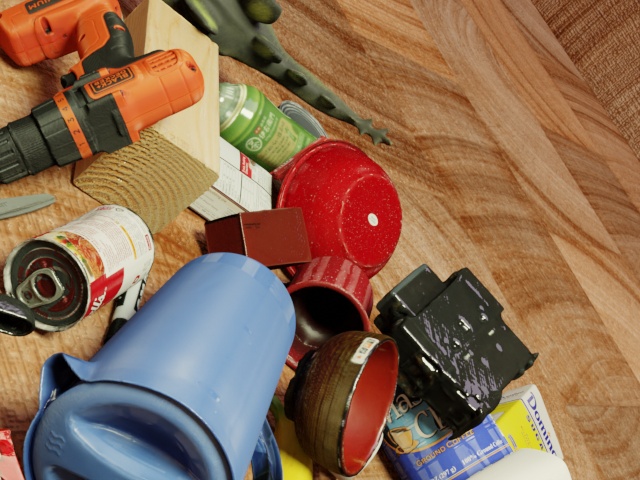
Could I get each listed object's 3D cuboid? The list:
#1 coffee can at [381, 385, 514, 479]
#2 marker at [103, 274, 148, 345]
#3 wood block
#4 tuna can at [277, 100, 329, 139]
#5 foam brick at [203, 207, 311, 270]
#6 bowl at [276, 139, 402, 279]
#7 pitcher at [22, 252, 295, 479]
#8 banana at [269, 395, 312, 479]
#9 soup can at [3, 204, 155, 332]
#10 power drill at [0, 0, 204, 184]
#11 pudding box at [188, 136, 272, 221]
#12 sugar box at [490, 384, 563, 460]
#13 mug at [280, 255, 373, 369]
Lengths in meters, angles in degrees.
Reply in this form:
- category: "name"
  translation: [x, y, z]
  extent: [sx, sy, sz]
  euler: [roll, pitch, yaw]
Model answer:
- category: "coffee can"
  translation: [0.099, 0.162, 0.979]
  extent: [0.102, 0.103, 0.140]
  euler: [-3, 58, -59]
- category: "marker"
  translation: [-0.148, 0.045, 0.830]
  extent: [0.020, 0.020, 0.121]
  euler: [39, 28, -22]
- category: "wood block"
  translation: [-0.151, -0.117, 0.959]
  extent: [0.090, 0.091, 0.206]
  euler: [35, 29, -31]
- category: "tuna can"
  translation: [-0.026, -0.117, 1.225]
  extent: [0.086, 0.034, 0.086]
  euler: [38, 29, -25]
- category: "foam brick"
  translation: [-0.056, 0.001, 0.962]
  extent: [0.078, 0.051, 0.053]
  euler: [-5, 84, -43]
- category: "bowl"
  translation: [0.032, -0.021, 1.065]
  extent: [0.161, 0.055, 0.162]
  euler: [-4, 96, -44]
- category: "pitcher"
  translation: [-0.086, 0.108, 0.734]
  extent: [0.145, 0.149, 0.242]
  euler: [10, 23, 8]
- category: "banana"
  translation: [-0.045, 0.188, 0.795]
  extent: [0.069, 0.037, 0.197]
  euler: [33, 25, 3]
- category: "soup can"
  translation: [-0.172, 0.017, 0.774]
  extent: [0.068, 0.069, 0.102]
  euler: [50, 25, -1]
- category: "power drill"
  translation: [-0.204, -0.131, 0.858]
  extent: [0.188, 0.184, 0.057]
  euler: [55, -15, 42]
- category: "pudding box"
  translation: [-0.097, -0.056, 1.027]
  extent: [0.113, 0.039, 0.090]
  euler: [35, 31, -27]
- category: "sugar box"
  translation: [0.202, 0.219, 1.117]
  extent: [0.176, 0.048, 0.093]
  euler: [-21, 90, -60]
- category: "mug"
  translation: [-0.007, 0.062, 0.975]
  extent: [0.117, 0.093, 0.081]
  euler: [13, 22, 5]
